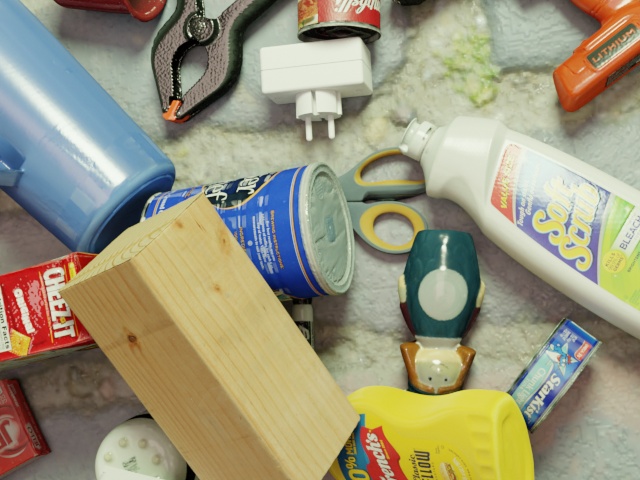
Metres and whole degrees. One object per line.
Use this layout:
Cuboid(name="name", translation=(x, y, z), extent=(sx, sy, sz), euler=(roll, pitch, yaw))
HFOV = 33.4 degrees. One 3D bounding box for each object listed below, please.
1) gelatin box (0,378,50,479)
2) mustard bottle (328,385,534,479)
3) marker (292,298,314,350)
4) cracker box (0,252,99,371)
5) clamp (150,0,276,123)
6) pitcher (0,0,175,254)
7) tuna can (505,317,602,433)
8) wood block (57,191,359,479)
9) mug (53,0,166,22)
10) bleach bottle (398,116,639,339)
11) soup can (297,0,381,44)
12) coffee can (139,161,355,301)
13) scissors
Cuboid(name="gelatin box", translation=(-0.288, 0.171, 0.920), extent=(0.089, 0.030, 0.073), euler=(-29, 81, 10))
Cuboid(name="mustard bottle", translation=(0.061, 0.158, 0.808), extent=(0.192, 0.058, 0.096), euler=(-2, 112, 36))
Cuboid(name="marker", translation=(-0.014, 0.084, 0.870), extent=(0.020, 0.020, 0.121), euler=(-2, 86, 13))
Cuboid(name="cracker box", translation=(-0.249, 0.065, 0.851), extent=(0.214, 0.164, 0.072), euler=(-14, 85, 12))
Cuboid(name="clamp", translation=(-0.085, -0.179, 0.895), extent=(0.120, 0.039, 0.171), euler=(13, 95, 18))
Cuboid(name="pitcher", translation=(-0.243, -0.096, 0.867), extent=(0.243, 0.145, 0.149), euler=(43, 82, 9))
Cuboid(name="tuna can", translation=(0.170, 0.100, 0.793), extent=(0.034, 0.086, 0.086), euler=(38, 95, 14))
Cuboid(name="wood block", translation=(-0.075, 0.084, 0.759), extent=(0.091, 0.090, 0.206), euler=(-22, 108, 40))
Cuboid(name="mug", translation=(-0.177, -0.243, 0.901), extent=(0.082, 0.093, 0.117), euler=(9, 58, 18))
Cuboid(name="bleach bottle", translation=(0.171, -0.016, 0.806), extent=(0.251, 0.068, 0.102), euler=(29, 88, 12))
Cuboid(name="soup can", translation=(0.015, -0.214, 0.859), extent=(0.068, 0.068, 0.102), euler=(-1, 86, 13))
Cuboid(name="coffee can", translation=(-0.055, 0.001, 0.833), extent=(0.140, 0.102, 0.103), euler=(-9, 84, 20))
Cuboid(name="scissors", translation=(0.002, -0.023, 0.875), extent=(0.202, 0.016, 0.096), euler=(-13, 83, 12))
